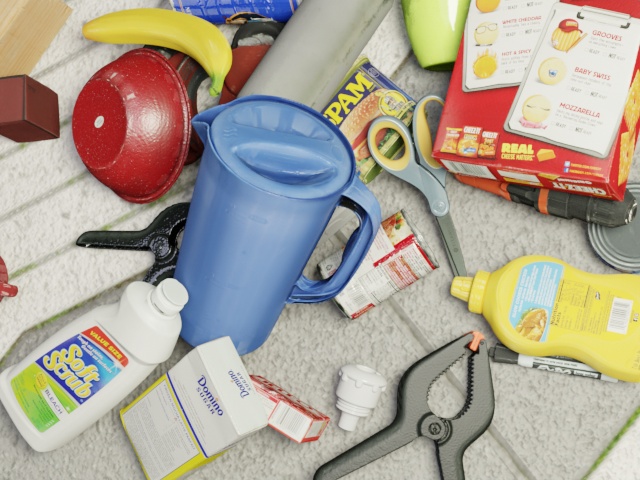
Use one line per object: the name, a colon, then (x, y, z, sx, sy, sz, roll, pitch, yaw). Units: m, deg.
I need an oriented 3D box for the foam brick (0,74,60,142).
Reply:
foam brick: (-0.321, -0.141, 1.147, 0.051, 0.078, 0.053, -6, 79, 13)

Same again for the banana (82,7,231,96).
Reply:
banana: (-0.153, -0.201, 1.061, 0.198, 0.037, 0.069, 26, 53, 33)

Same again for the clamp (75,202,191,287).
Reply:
clamp: (-0.171, 0.005, 1.112, 0.171, 0.039, 0.120, -37, 80, 0)

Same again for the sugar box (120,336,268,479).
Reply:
sugar box: (-0.125, 0.170, 1.027, 0.177, 0.048, 0.093, -38, 74, 43)

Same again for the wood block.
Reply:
wood block: (-0.376, -0.202, 1.162, 0.090, 0.090, 0.206, 35, 91, 15)

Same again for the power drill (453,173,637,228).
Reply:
power drill: (0.234, -0.115, 1.004, 0.185, 0.057, 0.187, 21, 85, 30)

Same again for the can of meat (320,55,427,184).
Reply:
can of meat: (0.045, -0.118, 1.067, 0.084, 0.057, 0.102, 42, 94, 12)

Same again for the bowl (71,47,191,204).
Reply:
bowl: (-0.205, -0.118, 1.091, 0.162, 0.055, 0.162, 2, 93, 41)

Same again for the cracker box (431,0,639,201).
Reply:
cracker box: (0.209, -0.154, 0.955, 0.164, 0.072, 0.213, 11, 81, 29)

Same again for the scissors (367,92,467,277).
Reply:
scissors: (0.095, -0.040, 1.030, 0.096, 0.016, 0.202, 0, 104, 9)

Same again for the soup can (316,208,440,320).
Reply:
soup can: (0.056, 0.024, 1.039, 0.102, 0.068, 0.068, -33, 77, 8)

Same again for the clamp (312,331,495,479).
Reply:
clamp: (0.096, 0.179, 1.015, 0.164, 0.036, 0.210, 19, 86, 0)

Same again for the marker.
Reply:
marker: (0.221, 0.115, 1.012, 0.121, 0.020, 0.020, 8, 84, 14)

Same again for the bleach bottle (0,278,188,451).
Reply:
bleach bottle: (-0.217, 0.108, 1.042, 0.251, 0.067, 0.102, -41, 77, 32)

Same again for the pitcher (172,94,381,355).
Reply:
pitcher: (-0.056, 0.001, 0.986, 0.144, 0.243, 0.149, -6, 50, -29)

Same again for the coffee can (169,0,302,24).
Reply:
coffee can: (-0.075, -0.272, 1.092, 0.140, 0.102, 0.103, 2, 83, 14)

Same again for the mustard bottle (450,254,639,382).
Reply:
mustard bottle: (0.216, 0.064, 0.998, 0.192, 0.058, 0.096, 13, 71, 15)

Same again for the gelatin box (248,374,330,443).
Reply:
gelatin box: (-0.041, 0.162, 1.041, 0.089, 0.073, 0.030, 29, 89, 16)
